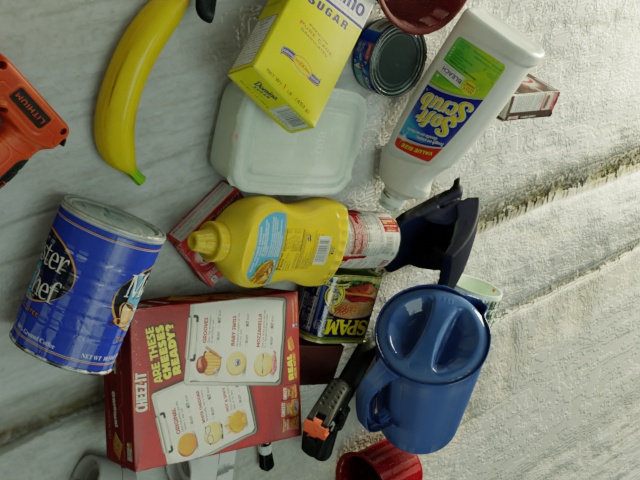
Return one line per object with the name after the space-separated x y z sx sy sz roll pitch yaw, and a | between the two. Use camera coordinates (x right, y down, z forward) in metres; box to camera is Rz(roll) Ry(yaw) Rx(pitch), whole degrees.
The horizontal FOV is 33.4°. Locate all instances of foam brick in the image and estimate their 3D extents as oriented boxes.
-0.022 0.136 1.259 0.078 0.051 0.053 7 107 -43 | foam brick

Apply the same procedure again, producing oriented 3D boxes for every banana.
-0.173 -0.148 0.998 0.069 0.037 0.198 -7 118 -61 | banana

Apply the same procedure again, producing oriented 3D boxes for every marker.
-0.069 0.229 1.285 0.020 0.020 0.121 -24 125 -31 | marker

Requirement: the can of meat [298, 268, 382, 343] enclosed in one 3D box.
0.019 0.073 1.260 0.101 0.058 0.084 6 104 -43 | can of meat

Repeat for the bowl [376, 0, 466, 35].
0.099 -0.305 1.143 0.161 0.055 0.162 -19 121 -36 | bowl

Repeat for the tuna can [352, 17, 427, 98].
0.077 -0.204 1.190 0.085 0.034 0.086 -19 122 -34 | tuna can

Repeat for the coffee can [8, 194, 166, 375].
-0.218 0.041 1.001 0.102 0.103 0.140 17 99 -45 | coffee can

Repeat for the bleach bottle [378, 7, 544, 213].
0.143 -0.132 1.210 0.068 0.103 0.251 -22 147 -57 | bleach bottle

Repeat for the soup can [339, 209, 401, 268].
0.035 -0.002 1.229 0.102 0.069 0.068 1 109 -42 | soup can

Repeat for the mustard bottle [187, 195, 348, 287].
-0.058 0.001 1.111 0.191 0.058 0.096 0 113 -45 | mustard bottle

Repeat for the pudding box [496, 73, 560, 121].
0.211 -0.183 1.263 0.089 0.114 0.039 -11 130 -39 | pudding box

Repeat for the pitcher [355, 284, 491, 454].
0.120 0.174 1.308 0.243 0.149 0.145 90 5 -56 | pitcher

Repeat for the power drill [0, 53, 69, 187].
-0.318 -0.073 0.891 0.187 0.057 0.184 -48 138 -9 | power drill

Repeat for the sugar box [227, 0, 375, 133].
-0.014 -0.201 1.049 0.093 0.048 0.176 42 60 -32 | sugar box

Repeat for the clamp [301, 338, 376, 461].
0.010 0.208 1.236 0.209 0.036 0.165 -30 142 -74 | clamp

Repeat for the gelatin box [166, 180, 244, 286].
-0.109 -0.007 1.125 0.089 0.030 0.073 -46 134 -15 | gelatin box

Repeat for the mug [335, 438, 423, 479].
0.076 0.317 1.417 0.081 0.093 0.117 -17 152 -41 | mug

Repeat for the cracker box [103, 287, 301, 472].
-0.123 0.140 1.132 0.213 0.072 0.164 -4 94 -39 | cracker box
